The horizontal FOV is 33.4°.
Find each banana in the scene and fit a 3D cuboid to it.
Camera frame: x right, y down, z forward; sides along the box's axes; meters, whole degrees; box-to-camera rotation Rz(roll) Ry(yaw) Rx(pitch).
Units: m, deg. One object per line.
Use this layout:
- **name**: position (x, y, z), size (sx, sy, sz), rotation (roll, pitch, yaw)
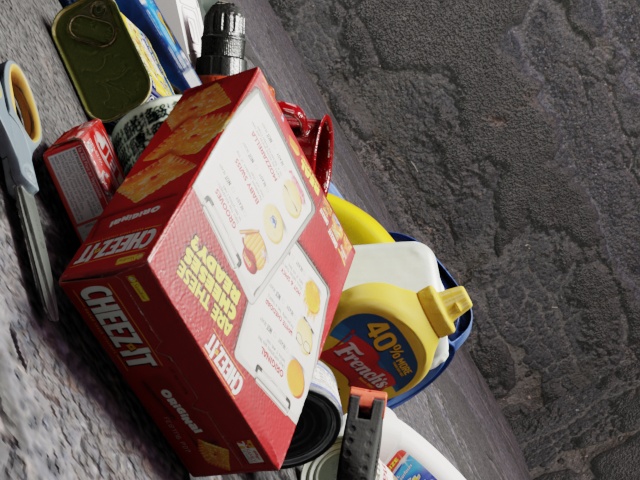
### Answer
- **banana**: position (0.004, -0.013, 1.050), size (0.037, 0.198, 0.069), rotation (59, 50, -72)

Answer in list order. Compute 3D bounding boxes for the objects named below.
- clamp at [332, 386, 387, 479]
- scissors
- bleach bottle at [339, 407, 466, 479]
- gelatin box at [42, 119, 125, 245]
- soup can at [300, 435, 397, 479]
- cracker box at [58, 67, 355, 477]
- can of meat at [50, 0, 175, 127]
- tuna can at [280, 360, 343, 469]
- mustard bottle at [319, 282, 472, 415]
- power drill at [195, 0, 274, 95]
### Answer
- **clamp**: position (0.022, 0.195, 0.761), size (0.120, 0.039, 0.171), rotation (-77, 171, -78)
- **scissors**: position (-0.179, -0.051, 0.598), size (0.096, 0.016, 0.202), rotation (59, 7, -42)
- **bleach bottle**: position (0.062, 0.222, 0.997), size (0.250, 0.102, 0.068), rotation (46, 5, -43)
- **gelatin box**: position (-0.140, -0.028, 0.678), size (0.073, 0.030, 0.089), rotation (-100, 170, -75)
- **soup can**: position (0.034, 0.215, 0.887), size (0.102, 0.068, 0.068), rotation (54, 11, -40)
- **cracker box**: position (-0.060, 0.015, 0.678), size (0.164, 0.072, 0.213), rotation (62, 30, -29)
- **can of meat**: position (-0.161, -0.136, 0.857), size (0.102, 0.057, 0.084), rotation (64, 7, 12)
- **tuna can**: position (-0.028, 0.120, 0.745), size (0.086, 0.086, 0.034), rotation (56, 12, -36)
- **mustard bottle**: position (0.029, 0.086, 0.829), size (0.096, 0.192, 0.058), rotation (59, 9, -23)
- **power drill**: position (-0.090, -0.138, 1.094), size (0.187, 0.057, 0.184), rotation (-2, 97, -82)
